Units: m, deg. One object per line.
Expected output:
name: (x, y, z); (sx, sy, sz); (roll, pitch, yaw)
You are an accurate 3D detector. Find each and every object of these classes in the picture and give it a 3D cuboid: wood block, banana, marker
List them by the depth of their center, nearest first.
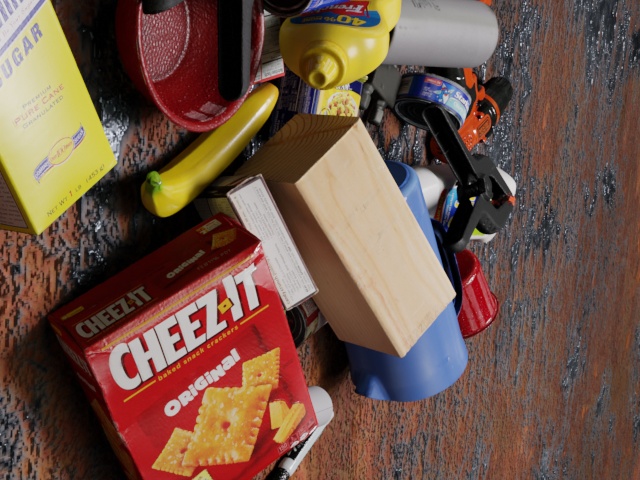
banana: (-0.095, -0.069, 0.885); (0.037, 0.070, 0.197); (46, 40, -6)
wood block: (0.026, -0.004, 0.952); (0.090, 0.091, 0.206); (-46, 123, -24)
marker: (-0.022, 0.220, 1.121); (0.121, 0.020, 0.020); (-50, 138, -41)

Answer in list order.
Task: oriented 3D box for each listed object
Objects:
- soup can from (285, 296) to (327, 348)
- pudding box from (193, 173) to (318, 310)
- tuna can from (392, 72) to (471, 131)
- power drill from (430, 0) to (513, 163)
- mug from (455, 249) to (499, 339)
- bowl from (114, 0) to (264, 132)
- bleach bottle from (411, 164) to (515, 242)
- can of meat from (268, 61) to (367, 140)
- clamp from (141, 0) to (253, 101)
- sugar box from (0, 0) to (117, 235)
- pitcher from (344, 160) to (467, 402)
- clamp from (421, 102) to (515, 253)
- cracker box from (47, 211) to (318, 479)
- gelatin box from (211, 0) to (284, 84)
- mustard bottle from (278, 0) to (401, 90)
soup can: (-0.017, 0.054, 1.038); (0.102, 0.069, 0.068); (-39, 130, -49)
pudding box: (-0.056, 0.001, 0.897); (0.039, 0.090, 0.113); (-34, 105, -22)
tuna can: (0.123, -0.154, 1.200); (0.086, 0.086, 0.033); (41, 64, -55)
power drill: (0.185, -0.211, 1.314); (0.184, 0.057, 0.187); (-48, 136, -42)
mug: (0.167, 0.055, 1.339); (0.117, 0.093, 0.081); (-93, 162, -51)
bowl: (-0.110, -0.168, 0.835); (0.161, 0.055, 0.162); (-22, 116, -55)
bleach bottle: (0.140, -0.042, 1.276); (0.250, 0.068, 0.103); (-6, 126, -53)
can of meat: (-0.003, -0.127, 1.024); (0.101, 0.058, 0.084); (7, 94, -60)
clamp: (-0.066, -0.194, 0.807); (0.171, 0.039, 0.120); (-64, 147, -27)
sugar box: (-0.204, -0.101, 0.706); (0.093, 0.048, 0.176); (-52, 140, -39)
pitcher: (0.079, 0.036, 1.138); (0.149, 0.145, 0.243); (-95, 172, -60)
clamp: (0.172, -0.048, 1.196); (0.209, 0.036, 0.164); (25, 57, -57)
cracker box: (-0.100, 0.111, 0.862); (0.164, 0.072, 0.213); (-33, 129, -23)
gelatin box: (-0.065, -0.181, 0.933); (0.073, 0.030, 0.089); (-31, 124, -54)
mustard bottle: (0.014, -0.183, 0.946); (0.191, 0.096, 0.058); (-72, 165, -54)
